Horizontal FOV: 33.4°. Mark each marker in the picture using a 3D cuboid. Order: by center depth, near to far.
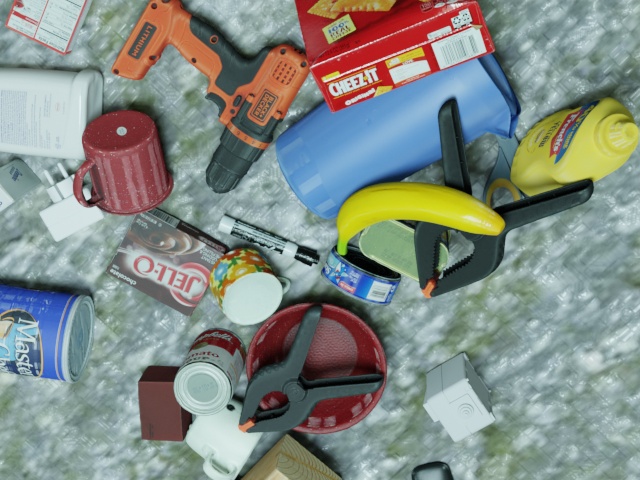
[{"bbox_3d":[-0.058,0.002,1.218,0.121,0.020,0.020,21,107,-1],"label":"marker"}]

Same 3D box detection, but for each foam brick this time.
[{"bbox_3d":[-0.185,0.193,1.271,0.053,0.051,0.078,2,106,6],"label":"foam brick"}]

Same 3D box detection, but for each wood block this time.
[{"bbox_3d":[-0.078,0.334,1.223,0.091,0.090,0.206,41,106,-7],"label":"wood block"}]

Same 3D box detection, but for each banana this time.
[{"bbox_3d":[0.086,-0.028,1.057,0.198,0.037,0.069,-7,128,39],"label":"banana"}]

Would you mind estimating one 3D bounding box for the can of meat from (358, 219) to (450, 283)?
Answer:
[{"bbox_3d":[0.092,-0.002,1.169,0.102,0.084,0.057,26,107,-3],"label":"can of meat"}]

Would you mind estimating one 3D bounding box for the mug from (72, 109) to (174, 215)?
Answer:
[{"bbox_3d":[-0.219,-0.081,1.149,0.093,0.117,0.081,31,144,33],"label":"mug"}]

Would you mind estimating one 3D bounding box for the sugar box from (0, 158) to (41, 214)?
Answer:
[{"bbox_3d":[-0.406,-0.021,1.208,0.176,0.093,0.048,-38,100,14],"label":"sugar box"}]

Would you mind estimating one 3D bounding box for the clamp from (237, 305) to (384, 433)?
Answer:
[{"bbox_3d":[-0.017,0.165,1.195,0.120,0.039,0.172,43,108,-2],"label":"clamp"}]

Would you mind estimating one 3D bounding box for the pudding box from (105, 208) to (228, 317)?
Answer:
[{"bbox_3d":[-0.175,0.022,1.225,0.113,0.039,0.090,29,107,-4],"label":"pudding box"}]

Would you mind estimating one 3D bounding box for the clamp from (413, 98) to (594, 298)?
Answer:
[{"bbox_3d":[0.162,-0.020,1.060,0.164,0.036,0.210,27,125,10],"label":"clamp"}]

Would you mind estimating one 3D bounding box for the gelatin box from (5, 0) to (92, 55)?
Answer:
[{"bbox_3d":[-0.291,-0.256,1.160,0.073,0.030,0.089,25,107,-4],"label":"gelatin box"}]

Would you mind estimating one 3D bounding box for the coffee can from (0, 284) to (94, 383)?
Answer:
[{"bbox_3d":[-0.344,0.105,1.233,0.140,0.102,0.103,7,107,4],"label":"coffee can"}]

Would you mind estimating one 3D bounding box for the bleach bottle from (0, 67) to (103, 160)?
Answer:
[{"bbox_3d":[-0.372,-0.152,1.182,0.251,0.068,0.102,8,107,5],"label":"bleach bottle"}]

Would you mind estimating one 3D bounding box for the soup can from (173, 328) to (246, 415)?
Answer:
[{"bbox_3d":[-0.126,0.150,1.225,0.068,0.102,0.068,2,107,5],"label":"soup can"}]

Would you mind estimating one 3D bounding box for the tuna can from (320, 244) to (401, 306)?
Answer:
[{"bbox_3d":[0.046,0.037,1.184,0.086,0.086,0.034,24,105,-2],"label":"tuna can"}]

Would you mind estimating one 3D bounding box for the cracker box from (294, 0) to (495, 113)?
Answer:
[{"bbox_3d":[0.059,-0.241,1.034,0.164,0.214,0.072,-20,138,11],"label":"cracker box"}]

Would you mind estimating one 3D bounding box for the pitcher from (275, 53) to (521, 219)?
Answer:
[{"bbox_3d":[0.071,-0.135,1.114,0.243,0.149,0.145,-32,121,19],"label":"pitcher"}]

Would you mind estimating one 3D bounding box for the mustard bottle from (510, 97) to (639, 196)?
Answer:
[{"bbox_3d":[0.260,-0.095,1.060,0.058,0.192,0.096,38,81,-9],"label":"mustard bottle"}]

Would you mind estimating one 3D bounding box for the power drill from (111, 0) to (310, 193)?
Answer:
[{"bbox_3d":[-0.128,-0.165,1.159,0.187,0.057,0.184,32,107,-6],"label":"power drill"}]

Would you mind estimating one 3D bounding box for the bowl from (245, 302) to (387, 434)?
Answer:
[{"bbox_3d":[-0.003,0.140,1.234,0.162,0.055,0.162,2,106,5],"label":"bowl"}]

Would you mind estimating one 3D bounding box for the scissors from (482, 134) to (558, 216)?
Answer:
[{"bbox_3d":[0.188,-0.100,1.163,0.096,0.016,0.201,-37,97,10],"label":"scissors"}]
